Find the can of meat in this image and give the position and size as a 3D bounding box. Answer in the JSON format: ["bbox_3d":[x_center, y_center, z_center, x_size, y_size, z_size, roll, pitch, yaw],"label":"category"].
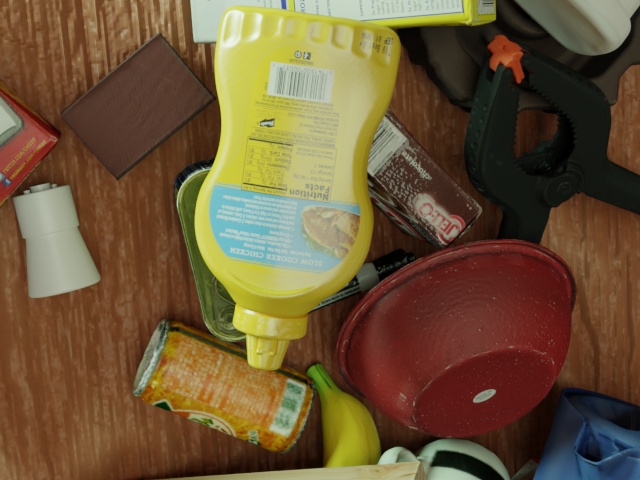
[{"bbox_3d":[-0.054,0.001,0.648,0.057,0.084,0.102,-14,101,-9],"label":"can of meat"}]

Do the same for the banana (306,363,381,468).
[{"bbox_3d":[0.002,0.185,0.704,0.037,0.070,0.198,9,97,-39],"label":"banana"}]

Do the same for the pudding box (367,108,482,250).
[{"bbox_3d":[0.038,-0.047,0.655,0.039,0.090,0.113,-45,103,-4],"label":"pudding box"}]

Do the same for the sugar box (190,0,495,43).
[{"bbox_3d":[0.008,-0.164,0.608,0.176,0.048,0.093,2,102,28],"label":"sugar box"}]

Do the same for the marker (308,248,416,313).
[{"bbox_3d":[0.006,0.033,0.699,0.121,0.020,0.020,-21,103,-7],"label":"marker"}]

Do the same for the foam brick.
[{"bbox_3d":[-0.110,-0.080,0.640,0.078,0.053,0.051,-40,104,-2],"label":"foam brick"}]

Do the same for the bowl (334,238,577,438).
[{"bbox_3d":[0.093,0.074,0.661,0.162,0.055,0.162,-10,138,-10],"label":"bowl"}]

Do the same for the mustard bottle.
[{"bbox_3d":[-0.017,-0.024,0.575,0.096,0.058,0.192,9,98,2],"label":"mustard bottle"}]

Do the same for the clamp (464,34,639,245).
[{"bbox_3d":[0.154,-0.042,0.667,0.164,0.036,0.210,-25,128,-3],"label":"clamp"}]
